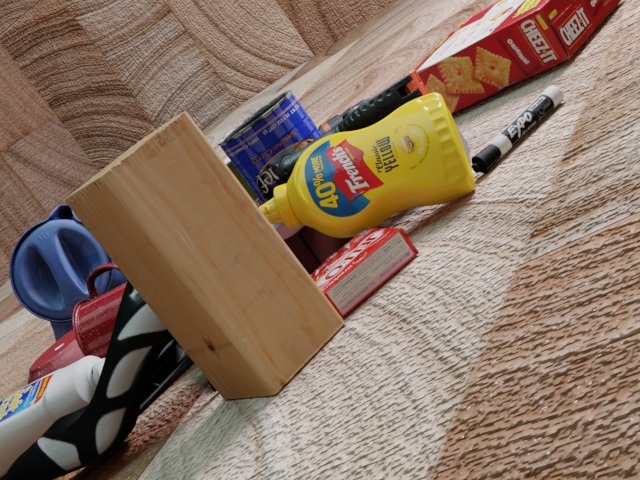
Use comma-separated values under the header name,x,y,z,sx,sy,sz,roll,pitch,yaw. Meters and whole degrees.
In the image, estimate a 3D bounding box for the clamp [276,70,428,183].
name,x,y,z,sx,sy,sz,roll,pitch,yaw
clamp,0.032,-0.111,1.072,0.172,0.039,0.120,-38,0,44

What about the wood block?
name,x,y,z,sx,sy,sz,roll,pitch,yaw
wood block,-0.090,0.016,0.830,0.090,0.206,0.091,-44,14,-31

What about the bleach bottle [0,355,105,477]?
name,x,y,z,sx,sy,sz,roll,pitch,yaw
bleach bottle,-0.284,0.175,1.081,0.251,0.068,0.102,-32,16,30

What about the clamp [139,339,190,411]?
name,x,y,z,sx,sy,sz,roll,pitch,yaw
clamp,-0.131,0.100,1.031,0.165,0.036,0.210,-36,12,16

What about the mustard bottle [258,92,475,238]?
name,x,y,z,sx,sy,sz,roll,pitch,yaw
mustard bottle,0.034,-0.055,0.953,0.192,0.096,0.058,-21,-24,12

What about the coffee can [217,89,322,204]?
name,x,y,z,sx,sy,sz,roll,pitch,yaw
coffee can,-0.033,-0.082,1.197,0.103,0.140,0.103,-35,12,8

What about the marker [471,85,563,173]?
name,x,y,z,sx,sy,sz,roll,pitch,yaw
marker,0.178,-0.100,0.970,0.121,0.020,0.020,-42,13,-23

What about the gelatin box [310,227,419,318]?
name,x,y,z,sx,sy,sz,roll,pitch,yaw
gelatin box,0.029,0.025,0.889,0.089,0.030,0.073,-40,13,-16

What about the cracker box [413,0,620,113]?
name,x,y,z,sx,sy,sz,roll,pitch,yaw
cracker box,0.219,-0.230,1.221,0.214,0.072,0.164,-21,20,49

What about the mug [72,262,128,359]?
name,x,y,z,sx,sy,sz,roll,pitch,yaw
mug,-0.215,0.080,1.167,0.082,0.117,0.093,-27,-8,18

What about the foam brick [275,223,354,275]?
name,x,y,z,sx,sy,sz,roll,pitch,yaw
foam brick,-0.014,0.008,1.022,0.078,0.051,0.052,-21,20,52

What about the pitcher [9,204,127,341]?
name,x,y,z,sx,sy,sz,roll,pitch,yaw
pitcher,-0.319,0.053,1.452,0.149,0.145,0.243,-48,-5,0

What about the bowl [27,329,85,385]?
name,x,y,z,sx,sy,sz,roll,pitch,yaw
bowl,-0.291,0.144,1.264,0.162,0.055,0.162,-35,12,9
